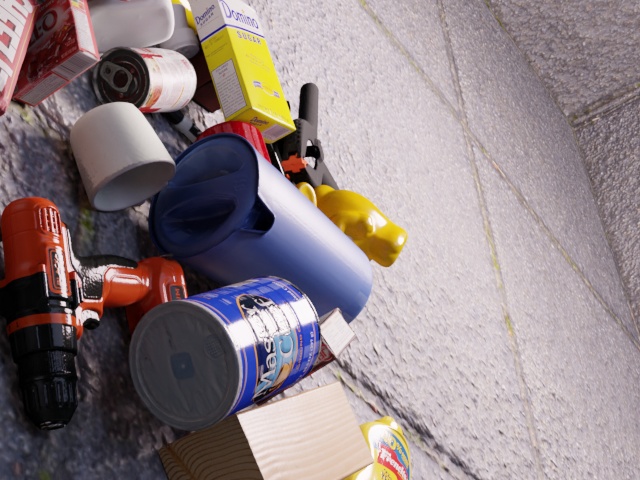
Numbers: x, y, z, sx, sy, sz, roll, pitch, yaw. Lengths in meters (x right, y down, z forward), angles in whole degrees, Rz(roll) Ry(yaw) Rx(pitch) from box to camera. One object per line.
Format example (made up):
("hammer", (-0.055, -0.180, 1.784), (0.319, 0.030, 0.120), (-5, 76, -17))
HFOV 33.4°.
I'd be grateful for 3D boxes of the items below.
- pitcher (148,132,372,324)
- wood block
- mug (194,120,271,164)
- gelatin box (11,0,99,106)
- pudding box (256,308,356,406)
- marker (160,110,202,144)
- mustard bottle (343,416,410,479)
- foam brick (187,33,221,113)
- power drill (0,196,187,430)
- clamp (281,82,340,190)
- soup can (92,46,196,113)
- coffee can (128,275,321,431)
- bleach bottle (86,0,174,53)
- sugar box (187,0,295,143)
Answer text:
("pitcher", (-0.057, 0.001, 1.090), (0.242, 0.145, 0.149), (38, 30, -47))
("wood block", (-0.043, 0.199, 0.978), (0.205, 0.090, 0.091), (-3, 67, -64))
("mug", (-0.089, -0.073, 1.184), (0.117, 0.093, 0.081), (39, 28, -52))
("gelatin box", (-0.245, -0.174, 0.961), (0.030, 0.089, 0.073), (23, 44, -54))
("pudding box", (-0.019, 0.109, 1.016), (0.039, 0.090, 0.113), (58, 13, -1))
("marker", (-0.139, -0.116, 1.210), (0.121, 0.020, 0.020), (45, 29, -36))
("mustard bottle", (0.061, 0.256, 1.173), (0.096, 0.058, 0.191), (53, 24, -15))
("foam brick", (-0.132, -0.204, 1.280), (0.051, 0.053, 0.078), (31, 39, -51))
("power drill", (-0.180, 0.067, 0.874), (0.187, 0.057, 0.184), (22, 54, -58))
("clamp", (-0.017, -0.124, 1.375), (0.209, 0.036, 0.164), (-30, 109, -77))
("soup can", (-0.181, -0.167, 1.115), (0.068, 0.069, 0.102), (64, 23, 3))
("coffee can", (-0.076, 0.089, 0.883), (0.140, 0.103, 0.103), (-14, 78, -62))
("bleach bottle", (-0.231, -0.316, 1.161), (0.068, 0.102, 0.251), (96, -22, -54))
("sugar box", (-0.091, -0.205, 1.237), (0.093, 0.048, 0.176), (19, 49, -57))
